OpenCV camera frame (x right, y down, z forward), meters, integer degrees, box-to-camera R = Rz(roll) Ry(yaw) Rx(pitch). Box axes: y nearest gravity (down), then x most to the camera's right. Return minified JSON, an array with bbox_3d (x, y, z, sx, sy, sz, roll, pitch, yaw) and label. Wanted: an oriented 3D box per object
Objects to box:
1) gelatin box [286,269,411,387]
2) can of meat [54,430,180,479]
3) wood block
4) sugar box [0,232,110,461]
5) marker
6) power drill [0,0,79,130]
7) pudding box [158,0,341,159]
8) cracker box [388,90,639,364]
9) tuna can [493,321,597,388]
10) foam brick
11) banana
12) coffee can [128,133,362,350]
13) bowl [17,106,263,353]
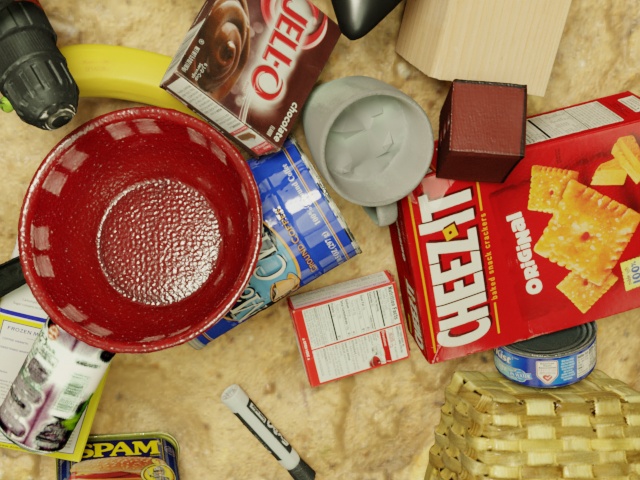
[{"bbox_3d":[0.024,0.071,0.868,0.089,0.030,0.073,-16,114,-6],"label":"gelatin box"},{"bbox_3d":[-0.160,0.200,0.850,0.102,0.084,0.057,-1,113,-13],"label":"can of meat"},{"bbox_3d":[0.127,-0.215,0.737,0.090,0.090,0.206,7,110,-16],"label":"wood block"},{"bbox_3d":[-0.203,0.076,0.810,0.093,0.048,0.176,16,105,-18],"label":"sugar box"},{"bbox_3d":[-0.042,0.167,0.900,0.020,0.020,0.121,-36,116,3],"label":"marker"},{"bbox_3d":[-0.254,-0.102,0.668,0.188,0.184,0.057,-36,158,7],"label":"power drill"},{"bbox_3d":[-0.046,-0.127,0.733,0.090,0.039,0.113,35,67,-21],"label":"pudding box"},{"bbox_3d":[0.167,-0.009,0.844,0.213,0.072,0.164,-15,115,-6],"label":"cracker box"},{"bbox_3d":[0.185,0.086,0.881,0.086,0.086,0.034,-12,116,-8],"label":"tuna can"},{"bbox_3d":[0.111,-0.075,0.743,0.051,0.078,0.053,4,79,0],"label":"foam brick"},{"bbox_3d":[-0.125,-0.103,0.741,0.197,0.069,0.037,3,151,-25],"label":"banana"},{"bbox_3d":[-0.055,0.001,0.779,0.140,0.103,0.102,-31,116,1],"label":"coffee can"},{"bbox_3d":[-0.113,-0.004,0.705,0.162,0.055,0.162,-1,79,7],"label":"bowl"}]
